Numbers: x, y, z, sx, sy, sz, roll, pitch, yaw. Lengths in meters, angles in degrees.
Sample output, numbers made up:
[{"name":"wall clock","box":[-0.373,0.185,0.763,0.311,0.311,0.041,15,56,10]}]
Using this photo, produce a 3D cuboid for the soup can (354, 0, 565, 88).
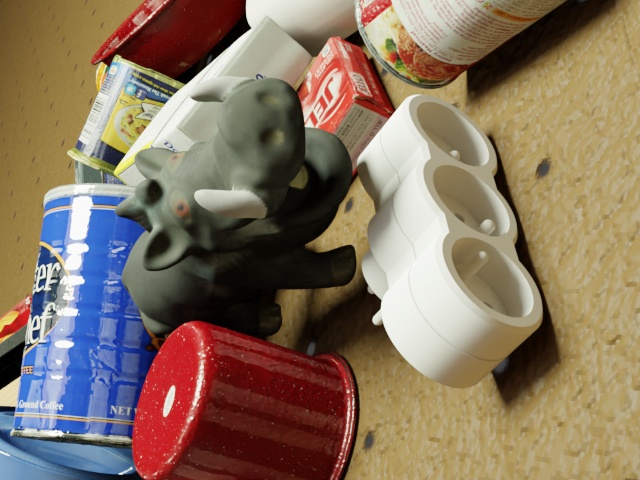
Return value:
[{"name":"soup can","box":[0.071,-0.121,0.481,0.102,0.068,0.068,-31,45,52]}]

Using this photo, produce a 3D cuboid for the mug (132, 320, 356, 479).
[{"name":"mug","box":[-0.047,0.095,0.537,0.117,0.081,0.093,-44,35,43]}]

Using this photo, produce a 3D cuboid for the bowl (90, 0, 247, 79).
[{"name":"bowl","box":[-0.111,-0.181,0.867,0.162,0.055,0.162,-38,20,16]}]

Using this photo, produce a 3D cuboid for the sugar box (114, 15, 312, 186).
[{"name":"sugar box","box":[-0.075,-0.078,0.698,0.093,0.048,0.176,-54,17,-17]}]

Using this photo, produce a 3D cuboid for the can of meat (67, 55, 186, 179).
[{"name":"can of meat","box":[-0.127,-0.082,0.811,0.084,0.102,0.057,-66,25,3]}]

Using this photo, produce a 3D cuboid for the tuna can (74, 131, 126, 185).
[{"name":"tuna can","box":[-0.197,-0.059,0.975,0.086,0.033,0.086,19,111,60]}]

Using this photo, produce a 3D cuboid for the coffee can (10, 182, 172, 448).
[{"name":"coffee can","box":[-0.118,0.048,0.620,0.103,0.102,0.140,-18,64,59]}]

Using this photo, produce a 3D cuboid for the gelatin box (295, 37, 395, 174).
[{"name":"gelatin box","box":[0.002,-0.063,0.620,0.089,0.030,0.073,-56,28,27]}]
